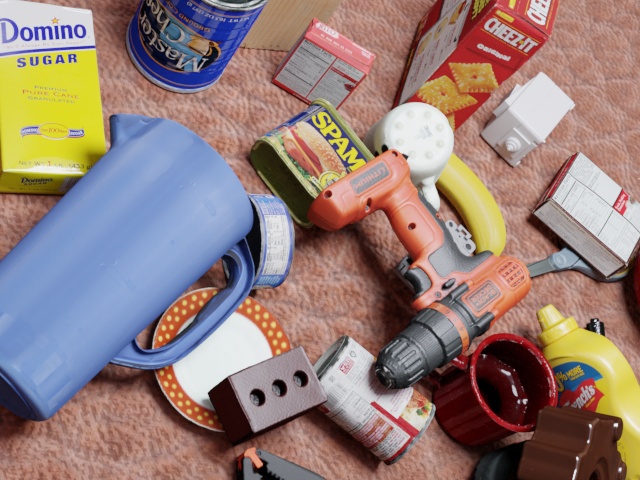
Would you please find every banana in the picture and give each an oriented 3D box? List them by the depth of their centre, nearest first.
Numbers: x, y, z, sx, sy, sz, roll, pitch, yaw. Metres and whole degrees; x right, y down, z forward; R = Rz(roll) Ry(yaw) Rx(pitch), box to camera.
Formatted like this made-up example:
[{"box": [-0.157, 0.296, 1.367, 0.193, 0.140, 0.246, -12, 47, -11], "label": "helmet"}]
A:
[{"box": [0.133, -0.053, 1.100, 0.069, 0.037, 0.198, -33, 83, -35], "label": "banana"}]

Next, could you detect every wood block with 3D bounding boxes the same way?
[{"box": [-0.019, -0.277, 1.031, 0.090, 0.206, 0.090, 0, 66, -28], "label": "wood block"}]

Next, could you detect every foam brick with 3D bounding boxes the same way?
[{"box": [-0.044, 0.129, 0.885, 0.078, 0.051, 0.053, -20, 77, -33], "label": "foam brick"}]

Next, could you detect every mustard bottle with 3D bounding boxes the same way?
[{"box": [0.265, 0.148, 1.031, 0.058, 0.096, 0.192, -22, 77, -33], "label": "mustard bottle"}]

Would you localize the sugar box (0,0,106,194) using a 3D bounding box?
[{"box": [-0.243, -0.127, 0.942, 0.093, 0.048, 0.176, 1, 67, -27], "label": "sugar box"}]

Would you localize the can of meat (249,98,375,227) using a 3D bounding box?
[{"box": [-0.007, -0.074, 1.029, 0.083, 0.058, 0.102, -36, 85, -33], "label": "can of meat"}]

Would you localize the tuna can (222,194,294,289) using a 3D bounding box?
[{"box": [-0.056, 0.001, 0.948, 0.033, 0.086, 0.086, 0, 66, -29], "label": "tuna can"}]

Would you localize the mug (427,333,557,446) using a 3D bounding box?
[{"box": [0.147, 0.137, 0.986, 0.117, 0.082, 0.093, 28, 57, -13], "label": "mug"}]

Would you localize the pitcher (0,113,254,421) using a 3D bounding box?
[{"box": [-0.169, 0.030, 0.848, 0.149, 0.145, 0.242, 30, 61, 21], "label": "pitcher"}]

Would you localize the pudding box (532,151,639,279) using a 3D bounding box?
[{"box": [0.294, -0.028, 1.150, 0.113, 0.039, 0.090, 40, 54, -1], "label": "pudding box"}]

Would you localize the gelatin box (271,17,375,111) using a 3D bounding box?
[{"box": [0.003, -0.171, 1.061, 0.073, 0.089, 0.030, 29, 56, -11], "label": "gelatin box"}]

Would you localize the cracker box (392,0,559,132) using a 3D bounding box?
[{"box": [0.163, -0.216, 1.088, 0.072, 0.214, 0.164, 27, 57, -13], "label": "cracker box"}]

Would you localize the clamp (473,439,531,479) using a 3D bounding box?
[{"box": [0.153, 0.244, 0.958, 0.120, 0.039, 0.171, 43, 49, -26], "label": "clamp"}]

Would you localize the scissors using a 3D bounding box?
[{"box": [0.254, 0.006, 1.146, 0.201, 0.016, 0.096, 3, 63, -26], "label": "scissors"}]

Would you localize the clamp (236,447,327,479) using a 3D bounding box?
[{"box": [-0.010, 0.266, 0.870, 0.164, 0.036, 0.210, -39, 84, -29], "label": "clamp"}]

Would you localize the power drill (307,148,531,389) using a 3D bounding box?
[{"box": [0.074, 0.022, 0.952, 0.184, 0.057, 0.188, -33, 78, -32], "label": "power drill"}]

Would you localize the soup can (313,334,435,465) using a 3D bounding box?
[{"box": [0.040, 0.140, 0.939, 0.102, 0.069, 0.068, 39, 55, -4], "label": "soup can"}]

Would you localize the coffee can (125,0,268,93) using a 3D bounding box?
[{"box": [-0.113, -0.217, 0.994, 0.102, 0.141, 0.103, 11, 61, -22], "label": "coffee can"}]
